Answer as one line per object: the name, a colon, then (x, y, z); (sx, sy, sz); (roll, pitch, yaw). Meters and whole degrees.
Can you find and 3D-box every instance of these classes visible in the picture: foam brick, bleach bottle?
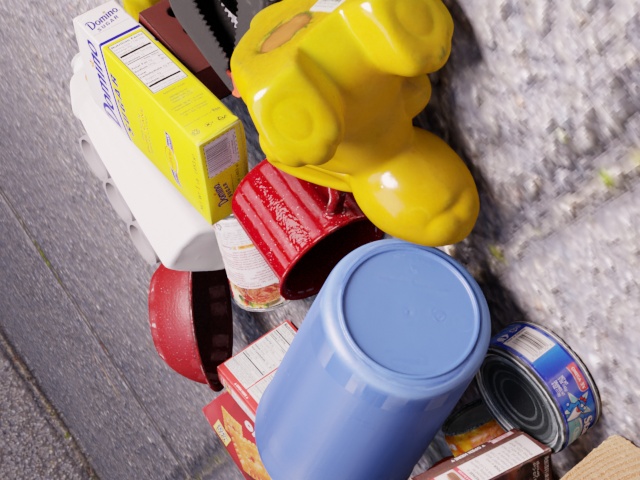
foam brick: (-0.101, -0.150, 0.843); (0.078, 0.053, 0.051); (47, 155, 21)
bleach bottle: (-0.162, -0.085, 1.012); (0.068, 0.102, 0.251); (-48, 63, 26)

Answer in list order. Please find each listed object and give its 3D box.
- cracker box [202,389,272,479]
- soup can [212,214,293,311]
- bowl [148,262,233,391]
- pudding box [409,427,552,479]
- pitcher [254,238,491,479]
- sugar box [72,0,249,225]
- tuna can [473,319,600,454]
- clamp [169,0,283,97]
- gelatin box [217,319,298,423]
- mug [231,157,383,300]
cracker box: (-0.039, 0.216, 1.150); (0.164, 0.072, 0.214); (55, 156, 4)
soup can: (-0.056, 0.001, 0.922); (0.069, 0.068, 0.102); (30, 144, 48)
bowl: (-0.132, 0.072, 1.062); (0.162, 0.055, 0.162); (-6, -90, -82)
pudding box: (0.108, 0.190, 0.698); (0.039, 0.089, 0.113); (30, 134, 55)
pitcher: (0.034, 0.089, 0.753); (0.149, 0.144, 0.243); (53, 155, 17)
sugar box: (-0.123, -0.100, 0.822); (0.176, 0.048, 0.093); (42, 153, 30)
tuna can: (0.139, 0.097, 0.698); (0.086, 0.033, 0.086); (44, 153, 29)
clamp: (-0.077, -0.197, 0.681); (0.165, 0.036, 0.210); (13, 123, 38)
gelatin box: (-0.043, 0.129, 1.028); (0.073, 0.089, 0.030); (45, 155, 27)
mug: (-0.011, -0.022, 0.781); (0.081, 0.093, 0.117); (53, 152, 23)
